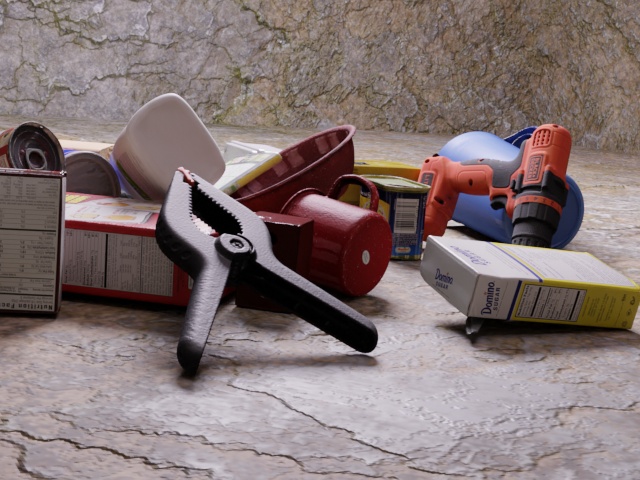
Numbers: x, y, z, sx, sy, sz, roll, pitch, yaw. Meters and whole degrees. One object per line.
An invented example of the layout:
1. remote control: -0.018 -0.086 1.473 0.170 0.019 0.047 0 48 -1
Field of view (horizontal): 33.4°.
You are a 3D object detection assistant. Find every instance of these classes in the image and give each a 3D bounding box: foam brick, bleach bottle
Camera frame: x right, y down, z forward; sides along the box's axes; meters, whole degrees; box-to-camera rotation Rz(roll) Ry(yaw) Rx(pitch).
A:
1. foam brick: -0.039 0.018 0.927 0.053 0.078 0.051 7 8 14
2. bleach bottle: -0.177 -0.084 1.106 0.068 0.102 0.251 -40 14 -18

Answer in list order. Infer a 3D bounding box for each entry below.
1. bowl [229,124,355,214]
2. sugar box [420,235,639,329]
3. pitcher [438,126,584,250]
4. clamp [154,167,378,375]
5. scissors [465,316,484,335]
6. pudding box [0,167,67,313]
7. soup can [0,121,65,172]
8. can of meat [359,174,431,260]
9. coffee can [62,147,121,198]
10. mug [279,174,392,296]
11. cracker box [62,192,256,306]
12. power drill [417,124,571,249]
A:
1. bowl: -0.023 -0.060 1.128 0.162 0.055 0.162 -26 15 8
2. sugar box: 0.184 0.038 0.938 0.176 0.048 0.093 4 19 -24
3. pitcher: 0.249 -0.067 1.387 0.144 0.149 0.243 2 13 -15
4. clamp: -0.073 0.020 0.797 0.164 0.036 0.210 -8 45 -42
5. scissors: 0.159 0.061 0.950 0.096 0.016 0.202 4 10 -4
6. pudding box: -0.246 0.000 0.832 0.090 0.113 0.039 3 7 -11
7. soup can: -0.311 -0.070 1.049 0.102 0.068 0.068 -15 -3 34
8. can of meat: 0.081 -0.027 1.229 0.057 0.084 0.102 1 10 -22
9. coffee can: -0.298 -0.053 1.146 0.141 0.103 0.102 12 12 39
10. mug: 0.018 -0.006 1.003 0.082 0.117 0.093 18 -12 36
11. cracker box: -0.176 0.006 0.956 0.214 0.072 0.164 5 9 11
12. power drill: 0.195 -0.041 1.236 0.188 0.184 0.057 -4 -32 40
